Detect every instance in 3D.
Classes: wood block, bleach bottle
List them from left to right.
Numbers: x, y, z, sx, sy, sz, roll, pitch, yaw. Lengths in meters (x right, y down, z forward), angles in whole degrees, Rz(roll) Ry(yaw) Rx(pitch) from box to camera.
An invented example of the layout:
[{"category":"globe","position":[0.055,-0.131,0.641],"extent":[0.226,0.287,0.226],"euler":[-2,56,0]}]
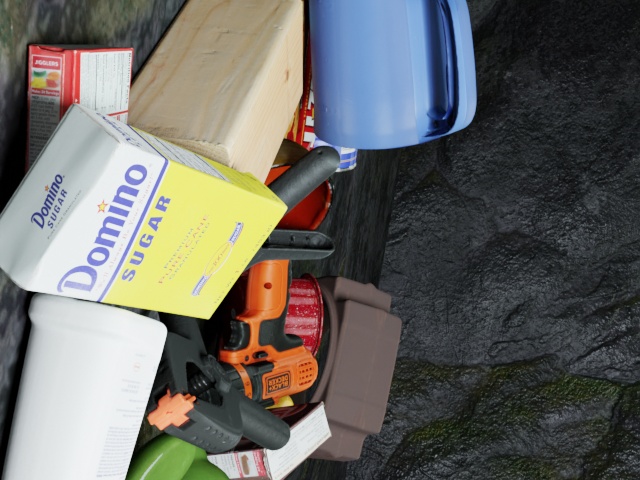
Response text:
[{"category":"bleach bottle","position":[-0.156,0.162,0.625],"extent":[0.102,0.068,0.251],"euler":[48,54,-76]},{"category":"wood block","position":[-0.078,-0.094,0.777],"extent":[0.206,0.090,0.091],"euler":[-71,166,-49]}]

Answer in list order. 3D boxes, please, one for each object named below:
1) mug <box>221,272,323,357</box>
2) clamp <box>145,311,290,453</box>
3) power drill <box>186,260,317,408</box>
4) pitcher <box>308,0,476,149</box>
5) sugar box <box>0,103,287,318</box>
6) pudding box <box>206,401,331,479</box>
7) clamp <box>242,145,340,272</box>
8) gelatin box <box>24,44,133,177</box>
[{"category":"mug","position":[-0.051,0.089,1.074],"extent":[0.093,0.081,0.117],"euler":[145,-55,-64]},{"category":"clamp","position":[-0.091,0.094,0.771],"extent":[0.036,0.164,0.210],"euler":[-38,172,6]},{"category":"power drill","position":[-0.074,0.064,0.957],"extent":[0.184,0.057,0.188],"euler":[-10,104,-50]},{"category":"pitcher","position":[0.057,-0.206,0.916],"extent":[0.145,0.149,0.243],"euler":[-74,160,-63]},{"category":"sugar box","position":[-0.097,-0.009,0.604],"extent":[0.093,0.048,0.176],"euler":[-55,156,9]},{"category":"pudding box","position":[-0.055,0.179,0.926],"extent":[0.113,0.090,0.039],"euler":[-31,106,-60]},{"category":"clamp","position":[-0.055,0.001,0.829],"extent":[0.039,0.171,0.120],"euler":[55,-14,39]},{"category":"gelatin box","position":[-0.137,-0.074,0.607],"extent":[0.089,0.030,0.073],"euler":[-49,145,-75]}]
